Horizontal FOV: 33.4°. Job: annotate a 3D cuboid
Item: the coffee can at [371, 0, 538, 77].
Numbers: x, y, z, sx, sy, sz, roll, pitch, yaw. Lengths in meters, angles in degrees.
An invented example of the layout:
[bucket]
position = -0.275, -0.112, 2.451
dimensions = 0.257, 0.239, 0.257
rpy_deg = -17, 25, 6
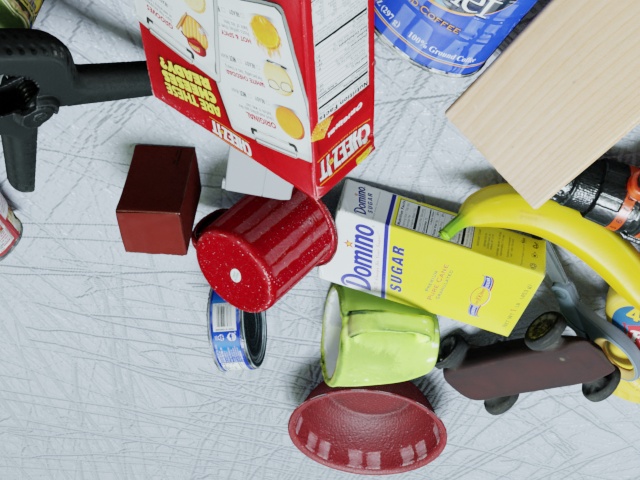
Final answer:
[coffee can]
position = 0.097, -0.182, 0.639
dimensions = 0.102, 0.102, 0.141
rpy_deg = 23, 137, -17

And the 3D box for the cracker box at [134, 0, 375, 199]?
[cracker box]
position = -0.044, -0.153, 0.664
dimensions = 0.164, 0.072, 0.214
rpy_deg = 34, 149, 29

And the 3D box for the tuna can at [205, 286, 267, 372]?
[tuna can]
position = -0.075, 0.076, 0.972
dimensions = 0.034, 0.086, 0.086
rpy_deg = -5, 137, 12

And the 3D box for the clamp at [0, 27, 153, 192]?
[clamp]
position = -0.188, -0.103, 0.731
dimensions = 0.164, 0.036, 0.210
rpy_deg = -31, 163, 5

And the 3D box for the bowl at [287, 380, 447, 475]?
[bowl]
position = 0.049, 0.176, 1.088
dimensions = 0.162, 0.055, 0.162
rpy_deg = 5, 139, 4

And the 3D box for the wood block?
[wood block]
position = 0.183, -0.123, 0.655
dimensions = 0.091, 0.090, 0.206
rpy_deg = 47, 135, 4

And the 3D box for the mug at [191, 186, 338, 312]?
[mug]
position = -0.056, 0.001, 0.869
dimensions = 0.117, 0.081, 0.093
rpy_deg = 19, 135, 32

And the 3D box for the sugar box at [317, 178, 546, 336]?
[sugar box]
position = 0.091, 0.016, 0.897
dimensions = 0.176, 0.048, 0.093
rpy_deg = 15, 139, -2

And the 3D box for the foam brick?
[foam brick]
position = -0.129, -0.033, 0.863
dimensions = 0.053, 0.078, 0.051
rpy_deg = 4, 137, 4

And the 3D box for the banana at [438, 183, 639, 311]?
[banana]
position = 0.192, -0.001, 0.853
dimensions = 0.197, 0.069, 0.037
rpy_deg = 20, 174, -6

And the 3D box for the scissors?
[scissors]
position = 0.225, 0.053, 0.907
dimensions = 0.096, 0.016, 0.201
rpy_deg = 21, 144, 39
